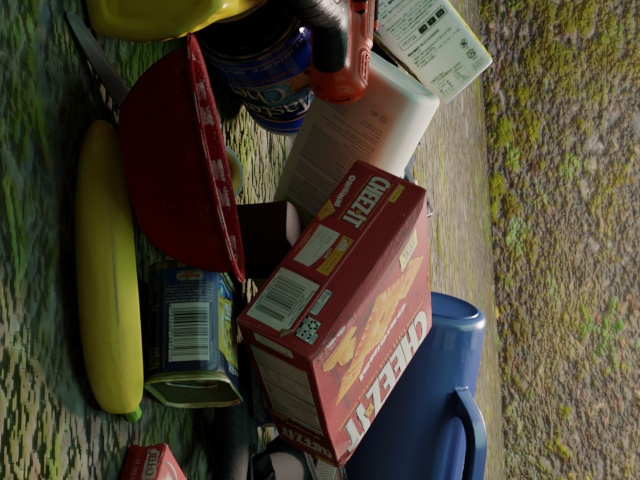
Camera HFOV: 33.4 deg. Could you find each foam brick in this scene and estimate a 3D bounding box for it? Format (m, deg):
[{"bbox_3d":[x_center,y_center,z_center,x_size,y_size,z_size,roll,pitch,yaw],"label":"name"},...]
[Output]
[{"bbox_3d":[-0.056,0.001,0.860,0.051,0.078,0.053,41,49,-69],"label":"foam brick"}]

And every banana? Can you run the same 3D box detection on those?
[{"bbox_3d":[-0.133,0.024,0.660,0.070,0.037,0.198,-165,-109,-75],"label":"banana"}]

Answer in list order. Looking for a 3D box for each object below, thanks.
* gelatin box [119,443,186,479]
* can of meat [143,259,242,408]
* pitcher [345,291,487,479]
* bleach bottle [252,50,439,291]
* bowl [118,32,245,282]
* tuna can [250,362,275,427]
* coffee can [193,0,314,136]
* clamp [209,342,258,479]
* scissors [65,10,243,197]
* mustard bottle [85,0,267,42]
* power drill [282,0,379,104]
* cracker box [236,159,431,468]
[{"bbox_3d":[-0.107,0.189,0.704,0.073,0.030,0.089,-79,159,-46],"label":"gelatin box"},{"bbox_3d":[-0.087,0.066,0.742,0.102,0.057,0.084,78,9,-71],"label":"can of meat"},{"bbox_3d":[0.110,0.185,1.147,0.145,0.149,0.243,-53,154,-75],"label":"pitcher"},{"bbox_3d":[0.000,-0.036,0.918,0.067,0.103,0.251,-6,130,-57],"label":"bleach bottle"},{"bbox_3d":[-0.090,-0.047,0.680,0.162,0.055,0.162,-12,91,-90],"label":"bowl"},{"bbox_3d":[-0.041,0.124,0.954,0.086,0.034,0.086,-5,90,-75],"label":"tuna can"},{"bbox_3d":[-0.041,-0.164,0.916,0.140,0.103,0.103,49,39,-65],"label":"coffee can"},{"bbox_3d":[-0.067,0.164,0.832,0.120,0.039,0.171,95,-3,-48],"label":"clamp"},{"bbox_3d":[-0.107,-0.082,0.744,0.096,0.016,0.202,-36,127,-32],"label":"scissors"},{"bbox_3d":[-0.087,-0.181,0.766,0.191,0.096,0.058,-49,129,-69],"label":"mustard bottle"},{"bbox_3d":[0.000,-0.212,0.779,0.187,0.057,0.184,35,54,-68],"label":"power drill"},{"bbox_3d":[0.023,0.066,0.852,0.164,0.072,0.213,-54,155,-24],"label":"cracker box"}]
